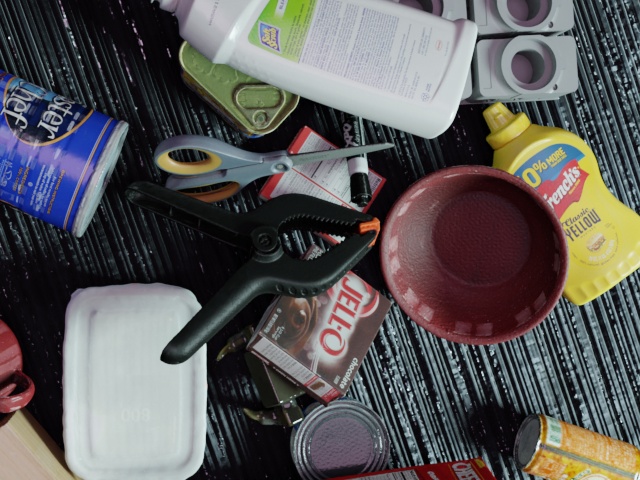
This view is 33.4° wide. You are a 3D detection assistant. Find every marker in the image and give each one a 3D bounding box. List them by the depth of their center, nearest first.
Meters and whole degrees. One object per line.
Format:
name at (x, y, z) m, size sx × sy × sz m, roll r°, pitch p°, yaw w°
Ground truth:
marker at (0.030, -0.083, 0.924) m, size 0.020 × 0.020 × 0.121 m, roll -2°, pitch 64°, yaw -9°

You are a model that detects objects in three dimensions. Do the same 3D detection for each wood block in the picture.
wood block at (-0.219, 0.246, 0.880) m, size 0.091 × 0.090 × 0.206 m, roll -40°, pitch 96°, yaw -6°

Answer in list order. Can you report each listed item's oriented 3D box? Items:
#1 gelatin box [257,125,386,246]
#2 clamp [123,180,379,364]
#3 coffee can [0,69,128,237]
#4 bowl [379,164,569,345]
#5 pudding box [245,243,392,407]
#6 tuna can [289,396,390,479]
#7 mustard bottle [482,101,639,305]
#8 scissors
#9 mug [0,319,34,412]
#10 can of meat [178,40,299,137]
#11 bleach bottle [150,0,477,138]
gelatin box at (0.001, -0.046, 0.940) m, size 0.089 × 0.030 × 0.073 m, roll 33°, pitch 84°, yaw -7°
clamp at (-0.056, 0.001, 0.885) m, size 0.209 × 0.036 × 0.164 m, roll -16°, pitch 66°, yaw -17°
coffee can at (-0.241, -0.076, 0.868) m, size 0.140 × 0.103 × 0.103 m, roll 23°, pitch 87°, yaw -8°
bowl at (0.135, 0.007, 0.929) m, size 0.162 × 0.055 × 0.162 m, roll 5°, pitch 109°, yaw 15°
pudding box at (0.000, 0.071, 0.912) m, size 0.090 × 0.039 × 0.113 m, roll 36°, pitch 53°, yaw -7°
tuna can at (0.016, 0.181, 0.942) m, size 0.086 × 0.034 × 0.086 m, roll 0°, pitch 90°, yaw -8°
mustard bottle at (0.209, -0.043, 0.956) m, size 0.096 × 0.058 × 0.191 m, roll -37°, pitch 95°, yaw 5°
scissors at (-0.049, -0.073, 0.880) m, size 0.202 × 0.096 × 0.016 m, roll -17°, pitch 56°, yaw 21°
mug at (-0.284, 0.107, 0.856) m, size 0.117 × 0.081 × 0.093 m, roll 15°, pitch 107°, yaw 15°
can of meat at (-0.071, -0.134, 0.902) m, size 0.102 × 0.084 × 0.057 m, roll 43°, pitch 84°, yaw -6°
bleach bottle at (-0.007, -0.165, 0.844) m, size 0.250 × 0.068 × 0.102 m, roll 18°, pitch 77°, yaw -12°
